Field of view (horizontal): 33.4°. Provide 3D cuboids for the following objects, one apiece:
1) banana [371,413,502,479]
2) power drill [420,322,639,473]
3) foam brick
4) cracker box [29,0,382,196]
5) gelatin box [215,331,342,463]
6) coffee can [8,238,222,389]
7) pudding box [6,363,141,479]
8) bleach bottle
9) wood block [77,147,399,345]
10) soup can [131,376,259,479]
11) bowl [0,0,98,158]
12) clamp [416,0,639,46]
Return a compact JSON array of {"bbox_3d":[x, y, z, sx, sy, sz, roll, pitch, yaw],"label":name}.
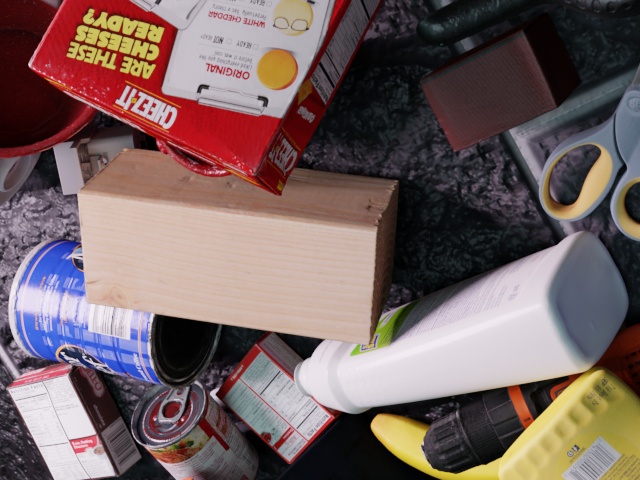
[{"bbox_3d":[0.129,0.150,0.788,0.198,0.037,0.069,-16,77,31],"label":"banana"},{"bbox_3d":[0.182,0.167,0.707,0.185,0.057,0.187,-28,89,16],"label":"power drill"},{"bbox_3d":[0.112,-0.098,0.664,0.078,0.052,0.051,-23,100,37],"label":"foam brick"},{"bbox_3d":[-0.050,-0.158,0.652,0.164,0.072,0.213,26,86,16],"label":"cracker box"},{"bbox_3d":[-0.032,0.128,0.871,0.089,0.030,0.073,42,125,6],"label":"gelatin box"},{"bbox_3d":[-0.165,0.057,0.867,0.140,0.102,0.103,8,117,26],"label":"coffee can"},{"bbox_3d":[-0.231,0.170,1.001,0.090,0.039,0.113,-15,103,35],"label":"pudding box"},{"bbox_3d":[0.081,0.070,0.747,0.251,0.102,0.068,-21,105,42],"label":"bleach bottle"},{"bbox_3d":[-0.055,0.001,0.756,0.206,0.090,0.091,7,118,11],"label":"wood block"},{"bbox_3d":[-0.101,0.168,0.885,0.069,0.068,0.102,-2,138,30],"label":"soup can"},{"bbox_3d":[-0.238,-0.132,0.811,0.162,0.162,0.055,46,164,3],"label":"bowl"},{"bbox_3d":[0.139,-0.175,0.608,0.172,0.039,0.120,-2,83,16],"label":"clamp"}]
